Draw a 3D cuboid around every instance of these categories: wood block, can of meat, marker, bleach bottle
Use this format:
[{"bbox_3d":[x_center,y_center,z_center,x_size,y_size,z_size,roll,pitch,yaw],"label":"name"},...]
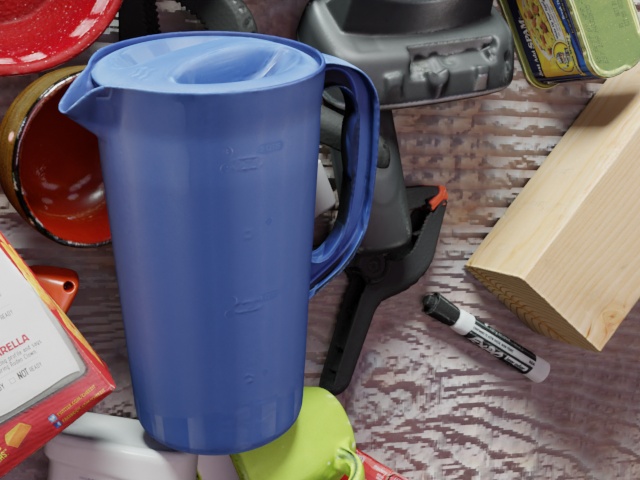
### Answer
[{"bbox_3d":[0.218,-0.029,0.807,0.090,0.090,0.206,42,80,-19],"label":"wood block"},{"bbox_3d":[0.184,-0.166,0.784,0.057,0.084,0.102,-26,103,-17],"label":"can of meat"},{"bbox_3d":[0.126,0.074,0.818,0.121,0.020,0.020,32,83,-20],"label":"marker"},{"bbox_3d":[-0.145,0.246,0.704,0.102,0.068,0.251,10,97,3],"label":"bleach bottle"}]

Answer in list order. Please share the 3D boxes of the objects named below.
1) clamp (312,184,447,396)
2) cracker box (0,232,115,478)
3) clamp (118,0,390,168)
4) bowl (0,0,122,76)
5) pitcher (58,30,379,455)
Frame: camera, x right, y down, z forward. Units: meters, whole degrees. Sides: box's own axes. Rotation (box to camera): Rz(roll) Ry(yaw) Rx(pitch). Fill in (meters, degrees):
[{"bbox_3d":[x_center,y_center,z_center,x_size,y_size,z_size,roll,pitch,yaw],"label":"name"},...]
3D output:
[{"bbox_3d":[0.031,0.028,0.768,0.171,0.039,0.120,-34,115,-17],"label":"clamp"},{"bbox_3d":[-0.243,0.045,0.588,0.164,0.072,0.213,-38,105,-9],"label":"cracker box"},{"bbox_3d":[-0.060,-0.099,0.696,0.165,0.036,0.210,-21,98,15],"label":"clamp"},{"bbox_3d":[-0.199,-0.180,0.652,0.161,0.055,0.162,-2,95,-21],"label":"bowl"},{"bbox_3d":[-0.054,0.001,0.645,0.149,0.144,0.243,9,116,18],"label":"pitcher"}]
